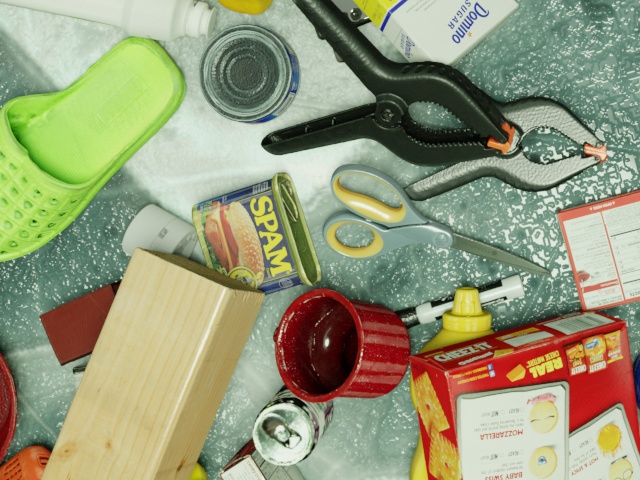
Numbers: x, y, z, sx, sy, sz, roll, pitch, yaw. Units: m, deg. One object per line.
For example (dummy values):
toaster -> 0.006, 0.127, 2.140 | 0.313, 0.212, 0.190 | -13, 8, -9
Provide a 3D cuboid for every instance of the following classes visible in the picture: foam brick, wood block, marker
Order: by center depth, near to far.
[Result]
wood block -> -0.134, 0.119, 0.870 | 0.090, 0.090, 0.206 | 23, 91, 17
marker -> 0.115, 0.056, 0.920 | 0.121, 0.020, 0.020 | -17, 91, 12
foam brick -> -0.203, 0.074, 0.967 | 0.078, 0.053, 0.051 | -23, 90, 12

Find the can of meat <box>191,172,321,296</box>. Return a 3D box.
can of meat -> -0.056, 0.001, 0.932 | 0.084, 0.057, 0.102 | -17, 90, 15

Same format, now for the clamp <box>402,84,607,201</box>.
clamp -> 0.152, -0.094, 0.893 | 0.171, 0.039, 0.120 | 0, 99, 14

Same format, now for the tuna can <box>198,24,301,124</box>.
tuna can -> -0.062, -0.145, 0.933 | 0.086, 0.033, 0.086 | 1, 94, 11

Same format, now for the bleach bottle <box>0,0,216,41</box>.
bleach bottle -> -0.213, -0.222, 0.934 | 0.251, 0.102, 0.068 | 15, 105, 3

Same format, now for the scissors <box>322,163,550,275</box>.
scissors -> 0.088, 0.006, 0.921 | 0.201, 0.016, 0.096 | 32, 122, -7

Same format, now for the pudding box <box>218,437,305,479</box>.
pudding box -> -0.036, 0.228, 0.927 | 0.039, 0.090, 0.113 | -36, 87, 11

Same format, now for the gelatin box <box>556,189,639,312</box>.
gelatin box -> 0.243, 0.009, 0.887 | 0.073, 0.030, 0.089 | -15, 92, 10

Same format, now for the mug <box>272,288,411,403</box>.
mug -> 0.013, 0.090, 0.904 | 0.117, 0.081, 0.093 | 4, 84, 40

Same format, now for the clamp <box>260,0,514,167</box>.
clamp -> 0.054, -0.119, 0.857 | 0.210, 0.036, 0.165 | 13, 132, 10

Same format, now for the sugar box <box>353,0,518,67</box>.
sugar box -> 0.069, -0.224, 0.882 | 0.093, 0.048, 0.176 | -40, 88, -13

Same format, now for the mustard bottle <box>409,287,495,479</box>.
mustard bottle -> 0.123, 0.135, 0.899 | 0.096, 0.058, 0.191 | -1, 98, 1

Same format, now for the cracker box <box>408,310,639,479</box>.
cracker box -> 0.169, 0.177, 0.848 | 0.164, 0.072, 0.214 | -13, 101, -19
